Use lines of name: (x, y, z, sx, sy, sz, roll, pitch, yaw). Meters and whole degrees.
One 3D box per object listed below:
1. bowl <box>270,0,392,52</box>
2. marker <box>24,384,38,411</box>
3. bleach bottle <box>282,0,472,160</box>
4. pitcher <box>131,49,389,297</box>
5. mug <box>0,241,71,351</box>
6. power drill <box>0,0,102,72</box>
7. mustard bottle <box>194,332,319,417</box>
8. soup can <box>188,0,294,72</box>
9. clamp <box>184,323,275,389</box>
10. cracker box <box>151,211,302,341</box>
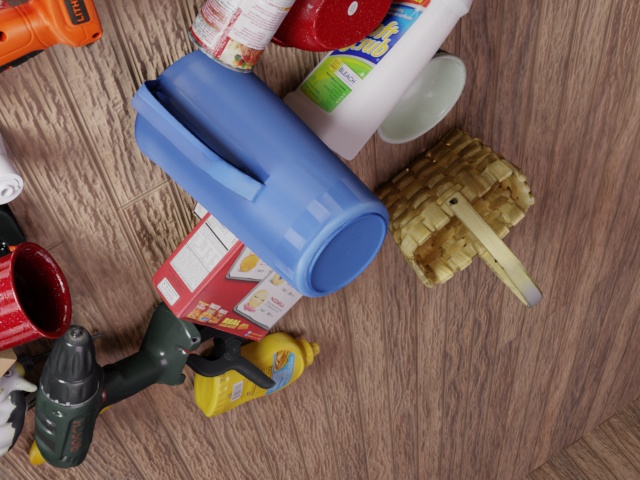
bowl: (0.017, -0.234, 1.009, 0.162, 0.055, 0.162, -28, 149, -19)
marker: (-0.362, 0.203, 1.242, 0.121, 0.020, 0.020, -36, 151, -3)
bleach bottle: (0.073, -0.207, 1.086, 0.251, 0.103, 0.068, -51, 135, 9)
pitcher: (-0.058, -0.062, 0.973, 0.149, 0.243, 0.145, -30, 148, -27)
mug: (-0.289, 0.052, 0.998, 0.082, 0.117, 0.093, -19, 116, 16)
power drill: (-0.257, -0.158, 0.748, 0.187, 0.057, 0.184, -30, 152, -13)
mustard bottle: (-0.080, 0.175, 1.479, 0.191, 0.058, 0.096, -15, 132, -35)
soup can: (-0.063, -0.209, 0.940, 0.068, 0.068, 0.102, 2, 131, -50)
clamp: (-0.116, 0.145, 1.377, 0.171, 0.039, 0.120, -8, 98, -37)
cracker box: (-0.058, 0.001, 1.157, 0.214, 0.072, 0.164, -49, 148, 10)
